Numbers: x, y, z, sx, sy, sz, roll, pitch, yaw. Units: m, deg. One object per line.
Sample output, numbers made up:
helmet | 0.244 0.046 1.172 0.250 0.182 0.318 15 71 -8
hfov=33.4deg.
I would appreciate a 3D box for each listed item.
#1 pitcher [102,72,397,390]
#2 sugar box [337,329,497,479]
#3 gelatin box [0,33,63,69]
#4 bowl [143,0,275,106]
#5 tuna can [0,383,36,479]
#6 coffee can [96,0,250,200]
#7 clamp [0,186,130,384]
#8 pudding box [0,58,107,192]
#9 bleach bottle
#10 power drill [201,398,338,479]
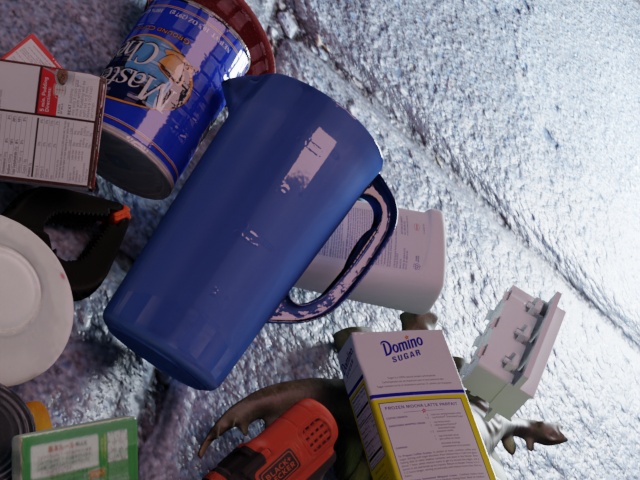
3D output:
pitcher | -0.056 0.001 0.859 0.242 0.149 0.145 -57 148 -16
sugar box | 0.081 0.158 0.884 0.093 0.048 0.176 1 50 -23
gelatin box | -0.242 -0.118 0.877 0.073 0.030 0.089 50 38 -16
bowl | -0.120 -0.190 1.049 0.161 0.055 0.162 29 46 -35
tuna can | -0.229 0.132 0.689 0.086 0.034 0.086 14 42 -13
coffee can | -0.137 -0.120 0.901 0.102 0.103 0.140 40 65 -25
clamp | -0.229 0.005 0.802 0.164 0.036 0.209 57 40 -5
pudding box | -0.222 -0.087 0.802 0.113 0.039 0.090 7 90 -8
bleach bottle | -0.013 -0.004 0.974 0.250 0.068 0.102 13 50 -11
power drill | -0.025 0.245 0.831 0.184 0.057 0.187 -38 106 -24
